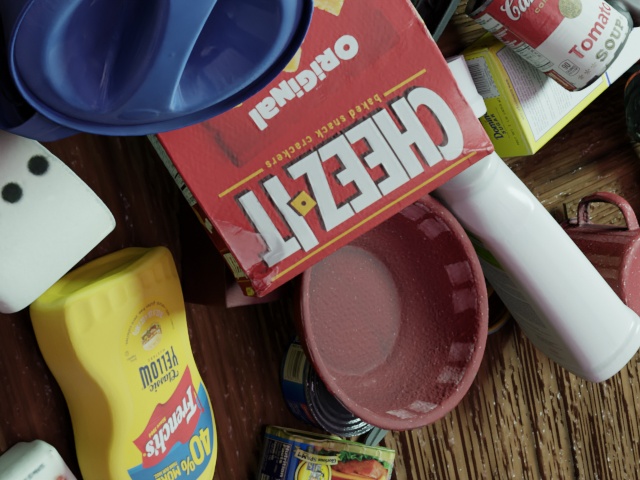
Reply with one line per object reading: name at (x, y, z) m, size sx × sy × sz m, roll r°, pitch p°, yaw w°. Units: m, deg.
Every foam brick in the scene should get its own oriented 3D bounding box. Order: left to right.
foam brick at (-0.054, 0.001, 0.680) m, size 0.051 × 0.053 × 0.078 m, roll -6°, pitch 98°, yaw -38°

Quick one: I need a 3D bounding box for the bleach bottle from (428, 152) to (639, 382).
bleach bottle at (0.142, 0.001, 0.776) m, size 0.068 × 0.103 × 0.250 m, roll -47°, pitch 126°, yaw -6°

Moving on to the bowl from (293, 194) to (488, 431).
bowl at (0.037, 0.045, 0.711) m, size 0.161 × 0.055 × 0.162 m, roll 6°, pitch 80°, yaw -37°

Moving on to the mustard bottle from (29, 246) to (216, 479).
mustard bottle at (-0.107, 0.106, 0.642) m, size 0.096 × 0.058 × 0.191 m, roll -35°, pitch 117°, yaw -53°

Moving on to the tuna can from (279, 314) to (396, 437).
tuna can at (0.014, 0.093, 0.754) m, size 0.085 × 0.034 × 0.086 m, roll -4°, pitch 96°, yaw -38°

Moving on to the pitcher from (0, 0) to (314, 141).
pitcher at (-0.112, -0.174, 0.509) m, size 0.149 × 0.145 × 0.243 m, roll -15°, pitch 63°, yaw -14°

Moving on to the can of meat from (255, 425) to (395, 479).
can of meat at (0.000, 0.177, 0.736) m, size 0.101 × 0.058 × 0.084 m, roll 18°, pitch 80°, yaw -38°

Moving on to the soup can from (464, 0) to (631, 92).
soup can at (0.166, -0.164, 0.781) m, size 0.102 × 0.069 × 0.068 m, roll 34°, pitch 71°, yaw -12°

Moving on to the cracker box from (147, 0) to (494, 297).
cracker box at (-0.026, -0.098, 0.611) m, size 0.164 × 0.072 × 0.213 m, roll -32°, pitch 94°, yaw -8°

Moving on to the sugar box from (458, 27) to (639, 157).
sugar box at (0.190, -0.151, 0.867) m, size 0.176 × 0.048 × 0.093 m, roll -40°, pitch 112°, yaw -32°
